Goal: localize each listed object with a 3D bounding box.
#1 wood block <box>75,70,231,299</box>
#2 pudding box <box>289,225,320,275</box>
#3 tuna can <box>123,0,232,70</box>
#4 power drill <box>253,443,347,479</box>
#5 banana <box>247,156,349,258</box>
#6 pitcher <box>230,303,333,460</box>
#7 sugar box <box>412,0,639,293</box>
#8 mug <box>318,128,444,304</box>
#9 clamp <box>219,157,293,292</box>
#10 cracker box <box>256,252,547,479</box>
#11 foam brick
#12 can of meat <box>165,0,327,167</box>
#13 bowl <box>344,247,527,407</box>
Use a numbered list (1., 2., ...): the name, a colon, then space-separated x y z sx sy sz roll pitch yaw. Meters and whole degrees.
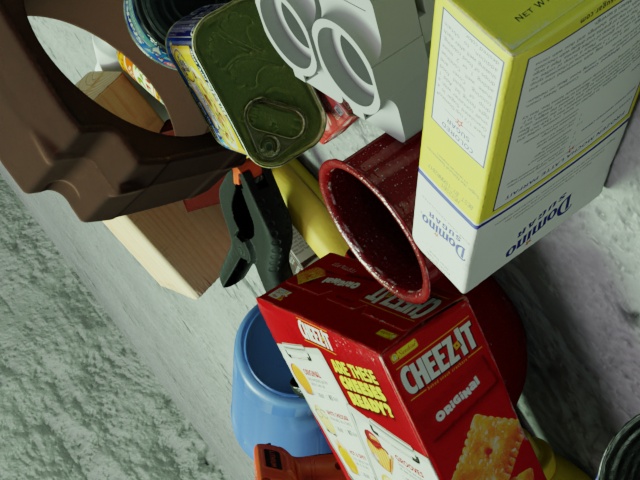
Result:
1. wood block: -0.166 -0.052 1.004 0.206 0.090 0.090 52 160 -27
2. pudding box: -0.032 -0.002 0.954 0.090 0.039 0.113 53 163 11
3. tuna can: -0.089 -0.160 0.726 0.086 0.086 0.034 57 162 -8
4. power drill: 0.041 0.205 0.876 0.184 0.187 0.057 -142 51 -81
5. banana: -0.017 -0.028 0.864 0.198 0.037 0.070 51 161 13
6. pitcher: -0.017 0.144 1.024 0.243 0.149 0.145 95 180 -68
7. sugar box: 0.086 -0.055 0.434 0.048 0.093 0.176 49 162 21
8. mug: 0.053 -0.029 0.595 0.117 0.081 0.093 27 148 57
9. clamp: -0.056 0.001 0.875 0.120 0.039 0.171 25 133 42
10. cracker box: 0.062 0.121 0.673 0.164 0.072 0.213 17 136 61
11. foam brick: -0.104 -0.073 0.943 0.053 0.051 0.078 -92 -15 -71
12. can of meat: -0.050 -0.101 0.677 0.102 0.057 0.084 62 166 -19
13. bowl: 0.086 0.056 0.711 0.162 0.055 0.162 48 162 21
